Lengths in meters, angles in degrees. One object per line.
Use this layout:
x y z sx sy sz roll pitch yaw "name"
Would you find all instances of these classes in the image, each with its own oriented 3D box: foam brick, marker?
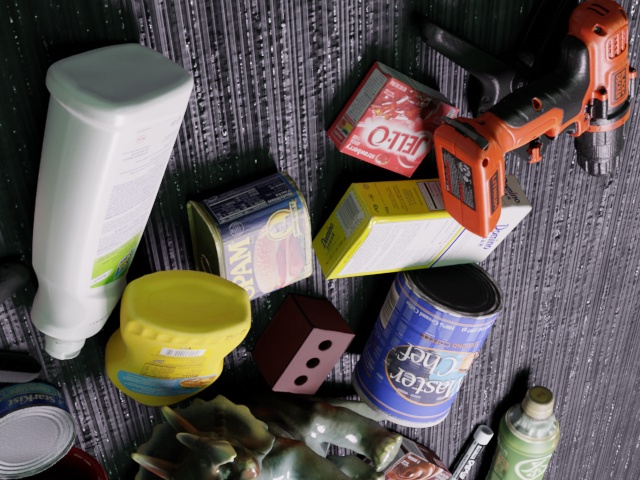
-0.017 0.096 0.980 0.052 0.051 0.078 12 120 -40 "foam brick"
0.174 0.273 1.296 0.020 0.020 0.121 3 126 -36 "marker"

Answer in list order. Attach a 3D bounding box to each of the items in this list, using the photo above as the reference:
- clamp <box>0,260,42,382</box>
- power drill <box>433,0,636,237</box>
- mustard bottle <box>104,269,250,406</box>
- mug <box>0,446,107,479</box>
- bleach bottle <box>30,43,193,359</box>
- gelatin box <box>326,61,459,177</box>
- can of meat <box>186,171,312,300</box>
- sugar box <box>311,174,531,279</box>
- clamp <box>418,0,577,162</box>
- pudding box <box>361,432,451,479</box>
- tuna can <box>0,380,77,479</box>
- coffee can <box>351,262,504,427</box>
-0.287 0.075 0.790 0.171 0.039 0.120 -13 127 -34 "clamp"
0.183 -0.085 0.884 0.187 0.057 0.184 -37 139 -18 "power drill"
-0.124 0.090 0.868 0.096 0.058 0.192 3 151 -18 "mustard bottle"
-0.249 0.237 0.936 0.117 0.093 0.082 13 130 -5 "mug"
-0.165 -0.012 0.758 0.102 0.068 0.251 -33 152 -53 "bleach bottle"
0.060 -0.096 0.872 0.089 0.030 0.073 17 117 -42 "gelatin box"
-0.056 0.001 0.864 0.083 0.057 0.102 -22 137 -20 "can of meat"
0.090 -0.014 0.943 0.175 0.048 0.093 -7 150 -33 "sugar box"
0.157 -0.141 0.891 0.164 0.036 0.210 -25 138 -14 "clamp"
0.086 0.271 1.220 0.090 0.039 0.113 -43 138 9 "pudding box"
-0.250 0.158 0.893 0.086 0.034 0.086 -18 136 -19 "tuna can"
0.100 0.093 1.018 0.102 0.103 0.140 -2 128 -33 "coffee can"
